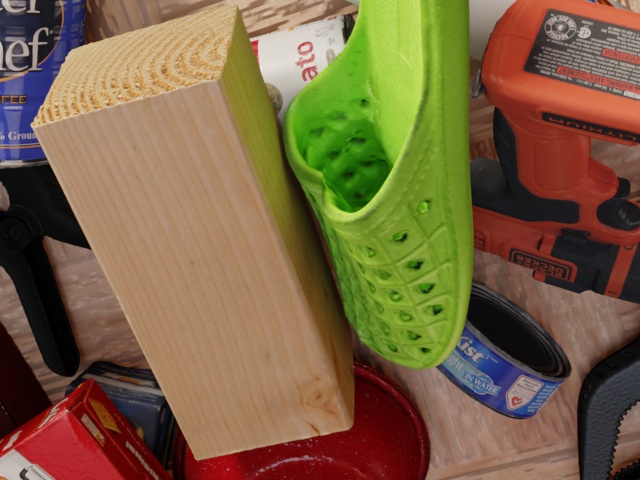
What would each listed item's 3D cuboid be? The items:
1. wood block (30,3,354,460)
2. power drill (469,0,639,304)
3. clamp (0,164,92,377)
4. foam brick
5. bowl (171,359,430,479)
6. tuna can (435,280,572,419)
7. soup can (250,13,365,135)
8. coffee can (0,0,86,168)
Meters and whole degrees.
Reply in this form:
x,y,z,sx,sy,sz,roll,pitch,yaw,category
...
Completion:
x,y,z,sx,sy,sz,roll,pitch,yaw,category
-0.053,0.000,0.541,0.091,0.090,0.206,-14,122,10,wood block
0.143,-0.028,0.513,0.184,0.187,0.057,16,65,14,power drill
-0.164,-0.011,0.637,0.120,0.039,0.171,-35,100,14,clamp
-0.215,0.095,0.670,0.053,0.051,0.078,-27,102,14,foam brick
-0.010,0.149,0.641,0.162,0.055,0.162,-2,118,-3,bowl
0.097,0.060,0.603,0.086,0.086,0.034,33,110,-4,tuna can
-0.025,-0.079,0.583,0.102,0.068,0.068,-12,106,10,soup can
-0.177,-0.120,0.570,0.103,0.102,0.140,8,109,4,coffee can
